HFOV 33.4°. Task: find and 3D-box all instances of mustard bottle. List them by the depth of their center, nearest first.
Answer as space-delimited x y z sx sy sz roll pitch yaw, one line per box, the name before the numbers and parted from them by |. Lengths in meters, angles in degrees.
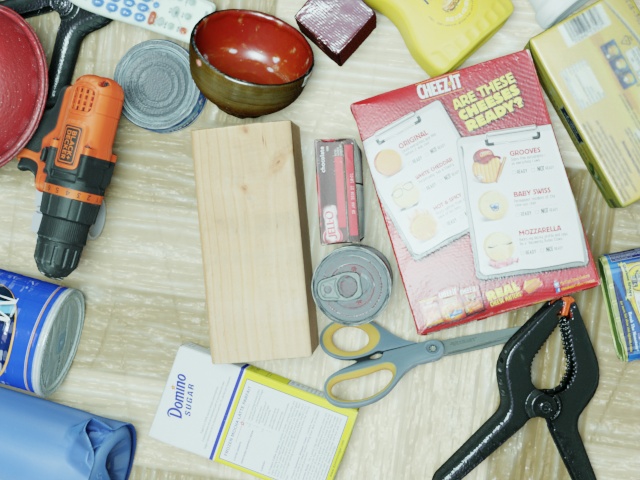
mustard bottle | 0.077 -0.243 0.958 0.096 0.058 0.191 -42 87 -4

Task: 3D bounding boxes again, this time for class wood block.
wood block | -0.057 0.001 0.963 0.090 0.091 0.206 -5 91 6

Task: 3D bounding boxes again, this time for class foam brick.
foam brick | 0.015 -0.196 0.956 0.053 0.078 0.051 43 93 3

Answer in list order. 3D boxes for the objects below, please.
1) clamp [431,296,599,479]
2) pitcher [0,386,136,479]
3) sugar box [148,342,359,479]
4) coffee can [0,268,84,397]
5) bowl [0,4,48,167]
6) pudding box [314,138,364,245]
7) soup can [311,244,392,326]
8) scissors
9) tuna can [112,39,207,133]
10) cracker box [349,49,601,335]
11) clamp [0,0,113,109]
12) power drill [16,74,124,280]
clamp | 0.208 0.156 0.968 0.164 0.036 0.210 19 90 -5
pitcher | -0.303 0.203 0.981 0.243 0.145 0.149 17 82 9
sugar box | -0.061 0.167 0.991 0.176 0.048 0.093 21 91 8
coffee can | -0.302 0.076 0.982 0.140 0.102 0.103 15 93 5
bowl | -0.321 -0.137 0.928 0.162 0.055 0.162 -2 84 18
pudding box | 0.017 -0.042 0.943 0.039 0.113 0.090 -2 91 6
soup can | 0.030 0.037 0.949 0.068 0.102 0.068 0 92 5
scissors | 0.087 0.089 0.985 0.201 0.016 0.096 -25 61 -12
tuna can | -0.149 -0.144 0.995 0.086 0.033 0.086 0 92 5
cracker box | 0.135 -0.039 0.946 0.164 0.072 0.214 -17 84 5
clamp | -0.247 -0.223 1.001 0.120 0.039 0.171 38 98 -2
power drill | -0.275 -0.072 0.967 0.188 0.057 0.184 15 90 19
